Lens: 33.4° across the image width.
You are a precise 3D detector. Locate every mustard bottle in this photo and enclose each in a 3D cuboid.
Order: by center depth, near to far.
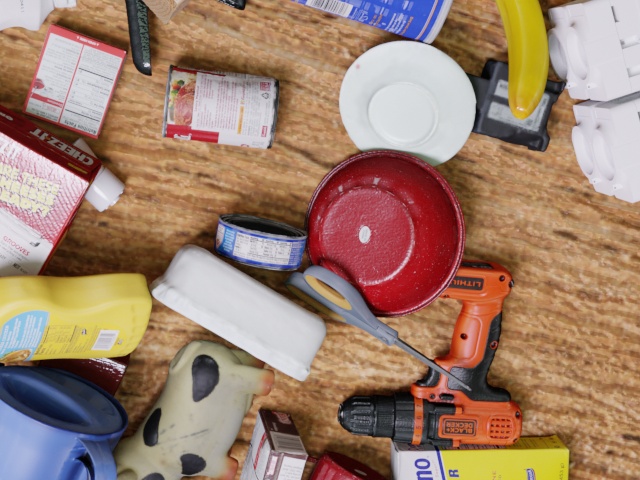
[{"bbox_3d":[-0.250,0.068,0.928,0.191,0.058,0.096,0,144,-31],"label":"mustard bottle"}]

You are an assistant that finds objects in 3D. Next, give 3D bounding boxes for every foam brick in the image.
[{"bbox_3d":[-0.228,0.122,1.025,0.078,0.053,0.051,23,96,-8],"label":"foam brick"}]

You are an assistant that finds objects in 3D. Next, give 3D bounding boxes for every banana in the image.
[{"bbox_3d":[0.178,-0.199,0.988,0.069,0.037,0.198,-3,70,-30],"label":"banana"}]

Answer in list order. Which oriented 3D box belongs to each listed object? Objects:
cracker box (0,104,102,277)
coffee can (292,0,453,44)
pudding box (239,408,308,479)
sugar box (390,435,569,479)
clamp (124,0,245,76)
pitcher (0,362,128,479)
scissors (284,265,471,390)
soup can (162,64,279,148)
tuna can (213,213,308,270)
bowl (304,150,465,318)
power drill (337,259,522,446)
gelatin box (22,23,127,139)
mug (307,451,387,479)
[{"bbox_3d":[-0.319,-0.016,0.962,0.164,0.072,0.214,29,109,-10],"label":"cracker box"},{"bbox_3d":[0.048,-0.247,0.965,0.140,0.103,0.103,16,97,-8],"label":"coffee can"},{"bbox_3d":[-0.048,0.224,1.028,0.039,0.113,0.090,13,98,-11],"label":"pudding box"},{"bbox_3d":[0.160,0.250,1.086,0.176,0.048,0.093,-1,100,-6],"label":"sugar box"},{"bbox_3d":[-0.165,-0.239,0.976,0.171,0.039,0.120,45,79,-6],"label":"clamp"},{"bbox_3d":[-0.268,0.242,0.937,0.145,0.149,0.243,23,98,-5],"label":"pitcher"},{"bbox_3d":[0.056,0.077,0.987,0.202,0.096,0.016,28,69,11],"label":"scissors"},{"bbox_3d":[-0.093,-0.123,0.990,0.102,0.068,0.068,6,99,-7],"label":"soup can"},{"bbox_3d":[-0.057,0.001,1.004,0.086,0.086,0.034,11,99,-7],"label":"tuna can"},{"bbox_3d":[0.051,-0.005,0.997,0.162,0.055,0.162,1,92,20],"label":"bowl"},{"bbox_3d":[0.113,0.112,1.055,0.184,0.057,0.188,3,101,-3],"label":"power drill"},{"bbox_3d":[-0.228,-0.147,0.992,0.073,0.030,0.089,19,97,-10],"label":"gelatin box"},{"bbox_3d":[0.012,0.257,1.059,0.117,0.093,0.081,27,91,27],"label":"mug"}]
